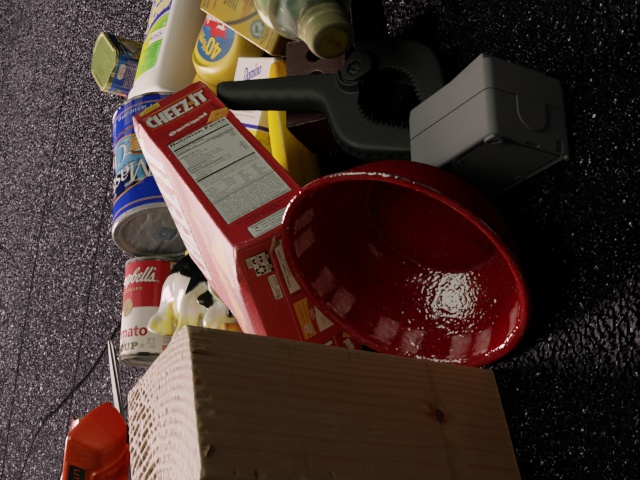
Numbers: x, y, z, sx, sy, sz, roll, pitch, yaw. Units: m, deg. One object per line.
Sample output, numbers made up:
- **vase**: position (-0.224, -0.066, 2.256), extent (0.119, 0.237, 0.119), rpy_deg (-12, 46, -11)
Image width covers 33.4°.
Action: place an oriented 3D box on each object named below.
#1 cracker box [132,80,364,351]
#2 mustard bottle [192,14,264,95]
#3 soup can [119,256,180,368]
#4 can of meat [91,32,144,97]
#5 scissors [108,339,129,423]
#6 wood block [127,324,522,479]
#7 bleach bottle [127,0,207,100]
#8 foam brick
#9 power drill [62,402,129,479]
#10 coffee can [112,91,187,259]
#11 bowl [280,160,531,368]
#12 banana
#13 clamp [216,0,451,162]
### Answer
- **cracker box**: position (-0.055, 0.001, 0.799), extent (0.214, 0.072, 0.164), rpy_deg (48, 161, 48)
- **mustard bottle**: position (-0.080, -0.212, 1.042), extent (0.096, 0.058, 0.192), rpy_deg (53, 126, 48)
- **soup can**: position (-0.167, 0.074, 1.083), extent (0.069, 0.068, 0.102), rpy_deg (-26, 58, 56)
- **can of meat**: position (-0.219, -0.202, 1.261), extent (0.057, 0.083, 0.102), rpy_deg (-67, 31, 19)
- **scissors**: position (-0.190, 0.207, 1.070), extent (0.096, 0.016, 0.202), rpy_deg (37, 132, 48)
- **wood block**: position (0.003, 0.120, 0.613), extent (0.090, 0.205, 0.091), rpy_deg (-48, 41, 43)
- **bleach bottle**: position (-0.154, -0.269, 1.195), extent (0.103, 0.068, 0.251), rpy_deg (-15, 65, 58)
- **foam brick**: position (0.006, -0.116, 0.838), extent (0.053, 0.051, 0.078), rpy_deg (-11, 66, 22)
- **power drill**: position (-0.113, 0.206, 0.824), extent (0.188, 0.057, 0.185), rpy_deg (31, 130, 19)
- **coffee can**: position (-0.160, -0.065, 1.084), extent (0.103, 0.102, 0.140), rpy_deg (-44, 43, 46)
- **bowl**: position (0.059, 0.005, 0.653), extent (0.162, 0.162, 0.055), rpy_deg (-37, 16, 51)
- **banana**: position (-0.016, -0.060, 0.877), extent (0.070, 0.037, 0.198), rpy_deg (100, 161, -50)
- **clamp**: position (0.035, -0.127, 0.774), extent (0.210, 0.036, 0.164), rpy_deg (36, 89, 36)
